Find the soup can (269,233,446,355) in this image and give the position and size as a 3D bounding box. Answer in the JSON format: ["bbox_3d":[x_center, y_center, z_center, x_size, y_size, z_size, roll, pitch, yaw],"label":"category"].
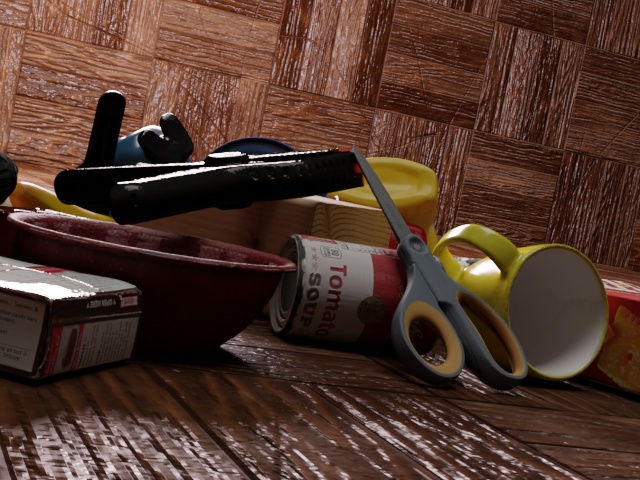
[{"bbox_3d":[0.024,0.036,0.703,0.102,0.068,0.069,9,4,-17],"label":"soup can"}]

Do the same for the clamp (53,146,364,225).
[{"bbox_3d":[-0.062,-0.038,0.704,0.209,0.036,0.165,-6,10,-18],"label":"clamp"}]

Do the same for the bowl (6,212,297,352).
[{"bbox_3d":[-0.097,0.025,0.595,0.162,0.055,0.162,11,3,-1],"label":"bowl"}]

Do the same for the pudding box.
[{"bbox_3d":[-0.151,0.030,0.490,0.114,0.039,0.090,10,3,17],"label":"pudding box"}]

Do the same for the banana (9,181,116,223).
[{"bbox_3d":[-0.184,-0.013,0.913,0.197,0.070,0.037,10,44,-40],"label":"banana"}]

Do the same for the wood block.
[{"bbox_3d":[-0.056,0.001,0.833,0.206,0.091,0.090,15,6,42],"label":"wood block"}]

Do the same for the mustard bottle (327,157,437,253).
[{"bbox_3d":[0.061,-0.001,0.998,0.096,0.058,0.191,0,-31,6],"label":"mustard bottle"}]

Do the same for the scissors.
[{"bbox_3d":[0.050,0.017,0.666,0.096,0.016,0.202,-16,58,-43],"label":"scissors"}]

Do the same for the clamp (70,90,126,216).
[{"bbox_3d":[-0.211,-0.059,1.004,0.039,0.120,0.172,11,-25,-28],"label":"clamp"}]
